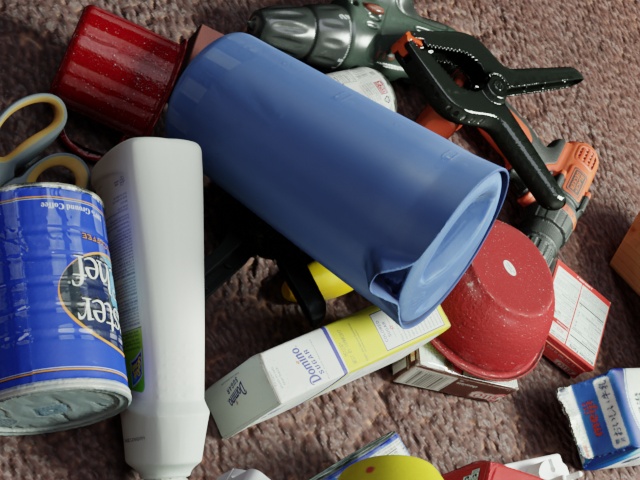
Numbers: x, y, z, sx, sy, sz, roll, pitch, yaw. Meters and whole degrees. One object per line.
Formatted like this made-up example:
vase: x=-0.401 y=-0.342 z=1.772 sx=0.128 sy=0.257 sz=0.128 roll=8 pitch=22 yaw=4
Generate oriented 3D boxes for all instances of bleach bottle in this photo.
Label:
bleach bottle: x=-0.117 y=0.060 z=0.751 sx=0.068 sy=0.103 sz=0.251 roll=2 pitch=76 yaw=-27

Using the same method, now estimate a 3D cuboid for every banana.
banana: x=0.035 y=-0.004 z=0.923 sx=0.070 sy=0.037 sz=0.197 roll=22 pitch=48 yaw=10

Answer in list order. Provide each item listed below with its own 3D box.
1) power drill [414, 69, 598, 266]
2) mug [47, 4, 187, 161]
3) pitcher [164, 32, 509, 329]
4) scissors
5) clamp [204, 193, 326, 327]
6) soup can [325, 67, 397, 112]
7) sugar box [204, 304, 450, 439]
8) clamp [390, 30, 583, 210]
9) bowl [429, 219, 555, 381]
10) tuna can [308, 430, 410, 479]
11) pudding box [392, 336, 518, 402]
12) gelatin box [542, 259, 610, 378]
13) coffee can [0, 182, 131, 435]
power drill: x=0.178 y=-0.073 z=1.039 sx=0.187 sy=0.057 sz=0.184 roll=42 pitch=50 yaw=-10
mug: x=-0.163 y=-0.119 z=0.826 sx=0.081 sy=0.093 sz=0.117 roll=23 pitch=91 yaw=-16
pitcher: x=0.012 y=-0.056 z=0.794 sx=0.243 sy=0.149 sz=0.145 roll=34 pitch=85 yaw=20
scissors: x=-0.240 y=-0.020 z=0.756 sx=0.096 sy=0.016 sz=0.201 roll=50 pitch=62 yaw=-28
clamp: x=-0.056 y=0.001 z=0.842 sx=0.120 sy=0.039 sz=0.171 roll=0 pitch=45 yaw=0
soup can: x=0.009 y=-0.112 z=0.939 sx=0.102 sy=0.069 sz=0.068 roll=-20 pitch=78 yaw=-39
sugar box: x=0.006 y=0.090 z=0.812 sx=0.175 sy=0.093 sz=0.048 roll=-16 pitch=75 yaw=-38
clamp: x=0.162 y=-0.142 z=1.000 sx=0.210 sy=0.036 sz=0.164 roll=32 pitch=56 yaw=-15
bowl: x=0.147 y=0.036 z=0.910 sx=0.161 sy=0.055 sz=0.162 roll=19 pitch=51 yaw=-25
tuna can: x=0.027 y=0.175 z=0.785 sx=0.085 sy=0.086 sz=0.034 roll=-23 pitch=78 yaw=-39
pudding box: x=0.114 y=0.085 z=0.922 sx=0.113 sy=0.039 sz=0.090 roll=17 pitch=55 yaw=-29
gelatin box: x=0.232 y=0.074 z=1.011 sx=0.073 sy=0.030 sz=0.089 roll=38 pitch=51 yaw=-13
coffee can: x=-0.185 y=0.047 z=0.703 sx=0.102 sy=0.103 sz=0.140 roll=2 pitch=64 yaw=-33
